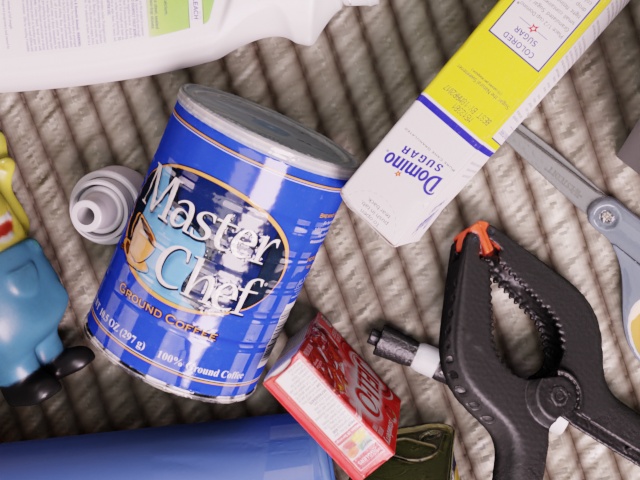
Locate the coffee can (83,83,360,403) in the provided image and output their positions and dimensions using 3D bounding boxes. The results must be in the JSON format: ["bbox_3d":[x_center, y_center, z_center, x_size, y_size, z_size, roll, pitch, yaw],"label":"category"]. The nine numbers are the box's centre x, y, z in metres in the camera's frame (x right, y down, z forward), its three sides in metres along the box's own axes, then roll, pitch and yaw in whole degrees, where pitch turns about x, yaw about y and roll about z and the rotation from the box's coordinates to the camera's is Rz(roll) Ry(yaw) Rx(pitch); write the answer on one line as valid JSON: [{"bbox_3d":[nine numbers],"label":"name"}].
[{"bbox_3d":[-0.054,0.001,0.573,0.103,0.102,0.140,26,103,3],"label":"coffee can"}]

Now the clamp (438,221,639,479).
[{"bbox_3d":[0.131,0.087,0.575,0.164,0.036,0.210,-14,80,-19],"label":"clamp"}]

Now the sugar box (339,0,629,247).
[{"bbox_3d":[0.085,-0.076,0.537,0.048,0.093,0.176,44,100,8],"label":"sugar box"}]

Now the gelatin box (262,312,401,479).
[{"bbox_3d":[0.010,0.083,0.585,0.030,0.089,0.073,-42,92,12],"label":"gelatin box"}]

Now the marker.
[{"bbox_3d":[0.084,0.078,0.608,0.121,0.020,0.020,23,103,4],"label":"marker"}]

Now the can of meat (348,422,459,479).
[{"bbox_3d":[0.054,0.160,0.587,0.057,0.102,0.084,-12,100,12],"label":"can of meat"}]

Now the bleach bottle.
[{"bbox_3d":[-0.093,-0.129,0.578,0.251,0.068,0.102,-1,100,7],"label":"bleach bottle"}]

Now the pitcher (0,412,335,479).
[{"bbox_3d":[-0.109,0.175,0.585,0.243,0.145,0.149,-8,129,-2],"label":"pitcher"}]
